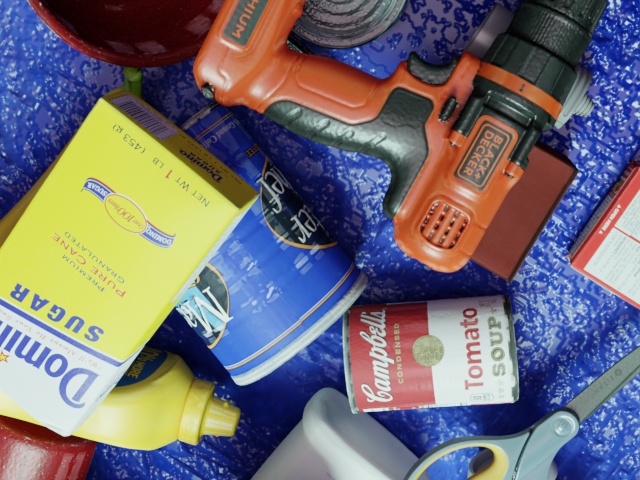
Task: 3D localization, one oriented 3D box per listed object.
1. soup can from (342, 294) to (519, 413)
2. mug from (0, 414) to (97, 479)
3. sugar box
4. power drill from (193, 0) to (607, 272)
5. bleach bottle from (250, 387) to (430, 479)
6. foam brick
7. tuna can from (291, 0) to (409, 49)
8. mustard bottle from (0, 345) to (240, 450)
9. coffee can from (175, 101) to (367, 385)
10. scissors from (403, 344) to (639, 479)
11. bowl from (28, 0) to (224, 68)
[{"bbox_3d":[0.068,0.070,0.661,0.102,0.068,0.068,-5,103,7],"label":"soup can"},{"bbox_3d":[-0.207,0.145,0.705,0.117,0.093,0.081,24,101,11],"label":"mug"},{"bbox_3d":[-0.122,0.015,0.578,0.093,0.048,0.176,39,108,2],"label":"sugar box"},{"bbox_3d":[0.040,-0.100,0.580,0.187,0.057,0.184,29,93,4],"label":"power drill"},{"bbox_3d":[-0.042,0.219,0.715,0.102,0.068,0.251,40,107,-4],"label":"bleach bottle"},{"bbox_3d":[0.110,-0.026,0.640,0.051,0.053,0.078,28,104,-1],"label":"foam brick"},{"bbox_3d":[0.012,-0.156,0.629,0.086,0.033,0.086,2,104,6],"label":"tuna can"},{"bbox_3d":[-0.144,0.090,0.676,0.191,0.096,0.058,16,103,3],"label":"mustard bottle"},{"bbox_3d":[-0.054,0.001,0.640,0.103,0.102,0.140,-37,97,14],"label":"coffee can"},{"bbox_3d":[0.146,0.131,0.640,0.202,0.016,0.096,-25,90,2],"label":"scissors"},{"bbox_3d":[-0.109,-0.182,0.603,0.161,0.055,0.162,-12,113,-32],"label":"bowl"}]
